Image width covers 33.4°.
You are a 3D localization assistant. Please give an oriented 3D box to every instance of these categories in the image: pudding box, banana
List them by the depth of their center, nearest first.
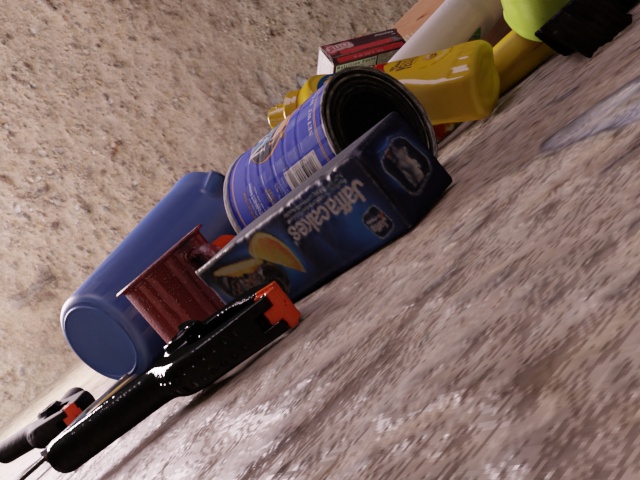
[{"bbox_3d":[0.191,-0.179,0.907,0.198,0.037,0.069,-40,6,6],"label":"banana"},{"bbox_3d":[0.041,-0.160,1.118,0.090,0.039,0.113,-17,-41,-20],"label":"pudding box"}]

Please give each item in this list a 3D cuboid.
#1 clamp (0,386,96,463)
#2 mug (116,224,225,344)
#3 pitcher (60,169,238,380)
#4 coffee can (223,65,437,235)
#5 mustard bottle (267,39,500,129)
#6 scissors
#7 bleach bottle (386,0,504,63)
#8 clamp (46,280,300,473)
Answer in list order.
[{"bbox_3d":[-0.288,0.197,1.129,0.120,0.039,0.172,-44,6,-20],"label":"clamp"},{"bbox_3d":[-0.103,0.041,0.891,0.117,0.081,0.093,-35,7,46],"label":"mug"},{"bbox_3d":[-0.167,0.046,1.152,0.145,0.149,0.242,-16,23,38],"label":"pitcher"},{"bbox_3d":[0.005,-0.053,0.804,0.141,0.103,0.102,-34,8,48],"label":"coffee can"},{"bbox_3d":[0.046,-0.116,0.876,0.192,0.058,0.096,-8,24,23],"label":"mustard bottle"},{"bbox_3d":[-0.234,0.185,0.982,0.096,0.016,0.201,-34,8,48],"label":"scissors"},{"bbox_3d":[0.111,-0.181,1.052,0.251,0.068,0.102,-49,-6,10],"label":"bleach bottle"},{"bbox_3d":[-0.080,0.072,0.716,0.210,0.036,0.164,-34,9,38],"label":"clamp"}]
